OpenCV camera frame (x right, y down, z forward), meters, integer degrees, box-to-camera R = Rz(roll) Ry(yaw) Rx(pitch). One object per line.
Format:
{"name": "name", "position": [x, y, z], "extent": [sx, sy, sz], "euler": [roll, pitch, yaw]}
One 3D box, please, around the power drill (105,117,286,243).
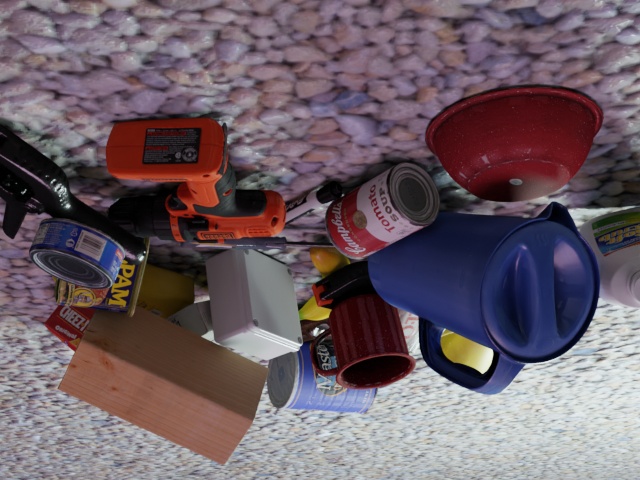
{"name": "power drill", "position": [-0.137, -0.050, 1.009], "extent": [0.184, 0.057, 0.187], "euler": [-3, 160, 9]}

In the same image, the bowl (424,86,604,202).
{"name": "bowl", "position": [0.178, -0.077, 0.970], "extent": [0.162, 0.055, 0.162], "euler": [-1, 158, -1]}

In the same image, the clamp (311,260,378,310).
{"name": "clamp", "position": [0.078, 0.043, 1.234], "extent": [0.171, 0.039, 0.120], "euler": [-5, 133, -22]}

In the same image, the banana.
{"name": "banana", "position": [0.007, 0.054, 1.286], "extent": [0.069, 0.037, 0.198], "euler": [-20, 155, -21]}

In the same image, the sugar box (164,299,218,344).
{"name": "sugar box", "position": [-0.127, 0.100, 1.308], "extent": [0.093, 0.048, 0.175], "euler": [-29, 167, 27]}

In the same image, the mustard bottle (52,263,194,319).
{"name": "mustard bottle", "position": [-0.242, 0.049, 1.242], "extent": [0.096, 0.058, 0.191], "euler": [-18, 154, 32]}

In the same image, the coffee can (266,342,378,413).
{"name": "coffee can", "position": [0.003, 0.205, 1.604], "extent": [0.140, 0.103, 0.103], "euler": [8, 156, -25]}

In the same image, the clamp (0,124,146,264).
{"name": "clamp", "position": [-0.258, -0.040, 1.001], "extent": [0.165, 0.036, 0.210], "euler": [13, 155, 13]}

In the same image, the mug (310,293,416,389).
{"name": "mug", "position": [0.044, 0.118, 1.219], "extent": [0.117, 0.081, 0.093], "euler": [-19, 149, 12]}

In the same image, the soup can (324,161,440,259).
{"name": "soup can", "position": [0.061, -0.029, 1.061], "extent": [0.068, 0.068, 0.102], "euler": [13, 153, -34]}

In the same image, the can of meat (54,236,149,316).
{"name": "can of meat", "position": [-0.235, 0.026, 1.142], "extent": [0.083, 0.057, 0.102], "euler": [9, 116, -18]}

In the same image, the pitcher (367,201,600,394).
{"name": "pitcher", "position": [0.143, 0.043, 1.053], "extent": [0.149, 0.145, 0.243], "euler": [-29, -162, -20]}

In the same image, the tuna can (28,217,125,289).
{"name": "tuna can", "position": [-0.231, 0.014, 1.011], "extent": [0.086, 0.033, 0.086], "euler": [14, 156, 6]}

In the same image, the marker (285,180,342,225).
{"name": "marker", "position": [-0.020, -0.034, 1.106], "extent": [0.020, 0.020, 0.121], "euler": [15, 153, -37]}

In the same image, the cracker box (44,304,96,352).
{"name": "cracker box", "position": [-0.249, 0.157, 1.399], "extent": [0.164, 0.072, 0.213], "euler": [32, 166, 16]}

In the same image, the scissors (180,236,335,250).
{"name": "scissors", "position": [-0.058, 0.001, 1.157], "extent": [0.202, 0.016, 0.096], "euler": [0, 176, 9]}

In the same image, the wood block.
{"name": "wood block", "position": [-0.174, 0.156, 1.197], "extent": [0.206, 0.090, 0.090], "euler": [26, 126, -8]}
